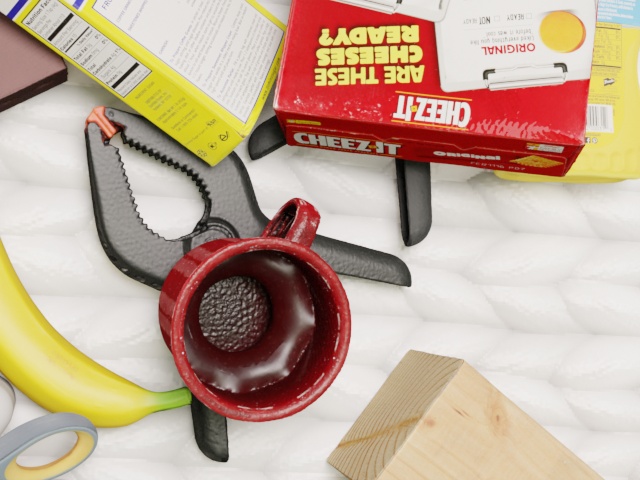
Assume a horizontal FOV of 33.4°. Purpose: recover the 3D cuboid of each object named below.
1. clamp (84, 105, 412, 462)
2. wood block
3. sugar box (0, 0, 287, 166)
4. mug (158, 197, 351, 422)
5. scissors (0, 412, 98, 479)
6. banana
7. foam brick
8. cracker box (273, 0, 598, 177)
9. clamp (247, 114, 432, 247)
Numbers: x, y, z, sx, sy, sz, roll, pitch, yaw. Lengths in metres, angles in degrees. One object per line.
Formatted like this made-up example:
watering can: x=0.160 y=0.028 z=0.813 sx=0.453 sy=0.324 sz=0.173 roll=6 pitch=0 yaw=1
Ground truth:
clamp: x=-0.054 y=0.001 z=0.621 sx=0.164 sy=0.036 sz=0.210 roll=-36 pitch=100 yaw=-13
wood block: x=0.117 y=0.165 z=0.632 sx=0.206 sy=0.091 sz=0.090 roll=40 pitch=80 yaw=-10
sugar box: x=-0.103 y=-0.128 z=0.575 sx=0.176 sy=0.048 sz=0.093 roll=35 pitch=49 yaw=-19
mug: x=-0.035 y=0.030 z=0.565 sx=0.093 sy=0.082 sz=0.117 roll=25 pitch=87 yaw=-18
scissors: x=-0.192 y=0.121 z=0.531 sx=0.201 sy=0.016 sz=0.096 roll=18 pitch=111 yaw=-49
banana: x=-0.161 y=0.039 z=0.593 sx=0.069 sy=0.037 sz=0.198 roll=-43 pitch=96 yaw=-10
foam brick: x=-0.183 y=-0.097 z=0.584 sx=0.078 sy=0.053 sz=0.051 roll=-28 pitch=95 yaw=-12
cracker box: x=0.072 y=-0.152 z=0.602 sx=0.164 sy=0.072 sz=0.213 roll=7 pitch=77 yaw=7
clamp: x=0.050 y=-0.084 z=0.648 sx=0.120 sy=0.039 sz=0.171 roll=38 pitch=82 yaw=-10
